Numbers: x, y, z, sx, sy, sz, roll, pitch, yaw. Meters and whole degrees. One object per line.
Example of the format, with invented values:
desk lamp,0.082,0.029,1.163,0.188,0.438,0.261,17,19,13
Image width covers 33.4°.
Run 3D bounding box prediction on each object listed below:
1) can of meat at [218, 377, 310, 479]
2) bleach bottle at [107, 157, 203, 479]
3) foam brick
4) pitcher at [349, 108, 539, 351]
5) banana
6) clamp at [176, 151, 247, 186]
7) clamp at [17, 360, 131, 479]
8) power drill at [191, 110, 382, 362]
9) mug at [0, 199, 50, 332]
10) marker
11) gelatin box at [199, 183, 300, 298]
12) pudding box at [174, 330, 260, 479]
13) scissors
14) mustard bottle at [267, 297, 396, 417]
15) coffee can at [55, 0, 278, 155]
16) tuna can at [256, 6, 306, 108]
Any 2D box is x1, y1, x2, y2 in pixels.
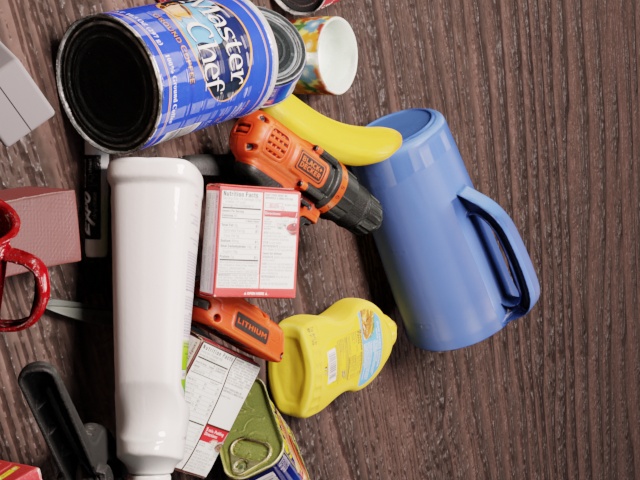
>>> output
can of meat,-0.053,0.188,0.959,0.084,0.057,0.102,63,2,-43
bleach bottle,-0.126,0.069,0.805,0.102,0.068,0.251,77,14,-83
foam brick,-0.211,-0.007,0.730,0.078,0.051,0.053,-14,106,-55
pitcher,0.125,-0.013,1.132,0.145,0.149,0.243,-104,172,-66
banana,0.005,-0.106,0.975,0.197,0.037,0.069,25,64,-36
clamp,-0.067,-0.062,0.950,0.171,0.039,0.120,-56,140,-35
clamp,-0.166,0.185,0.753,0.210,0.036,0.164,80,1,-71
power drill,-0.034,0.006,0.924,0.184,0.057,0.187,33,73,-39
mug,-0.223,0.023,0.650,0.093,0.117,0.081,-84,-172,-66
marker,-0.170,-0.020,0.812,0.020,0.020,0.121,-2,94,-56
gelatin box,-0.056,0.001,0.845,0.073,0.030,0.089,2,91,-31
pudding box,-0.109,0.137,0.898,0.090,0.039,0.113,35,78,-52
scissors,-0.142,0.051,0.874,0.201,0.016,0.096,44,58,-50
mustard bottle,0.023,0.110,1.091,0.191,0.058,0.096,-15,107,-54
coffee can,-0.113,-0.130,0.810,0.140,0.103,0.103,-28,118,-51
tuna can,-0.056,-0.157,0.909,0.086,0.086,0.034,-57,-178,-35
